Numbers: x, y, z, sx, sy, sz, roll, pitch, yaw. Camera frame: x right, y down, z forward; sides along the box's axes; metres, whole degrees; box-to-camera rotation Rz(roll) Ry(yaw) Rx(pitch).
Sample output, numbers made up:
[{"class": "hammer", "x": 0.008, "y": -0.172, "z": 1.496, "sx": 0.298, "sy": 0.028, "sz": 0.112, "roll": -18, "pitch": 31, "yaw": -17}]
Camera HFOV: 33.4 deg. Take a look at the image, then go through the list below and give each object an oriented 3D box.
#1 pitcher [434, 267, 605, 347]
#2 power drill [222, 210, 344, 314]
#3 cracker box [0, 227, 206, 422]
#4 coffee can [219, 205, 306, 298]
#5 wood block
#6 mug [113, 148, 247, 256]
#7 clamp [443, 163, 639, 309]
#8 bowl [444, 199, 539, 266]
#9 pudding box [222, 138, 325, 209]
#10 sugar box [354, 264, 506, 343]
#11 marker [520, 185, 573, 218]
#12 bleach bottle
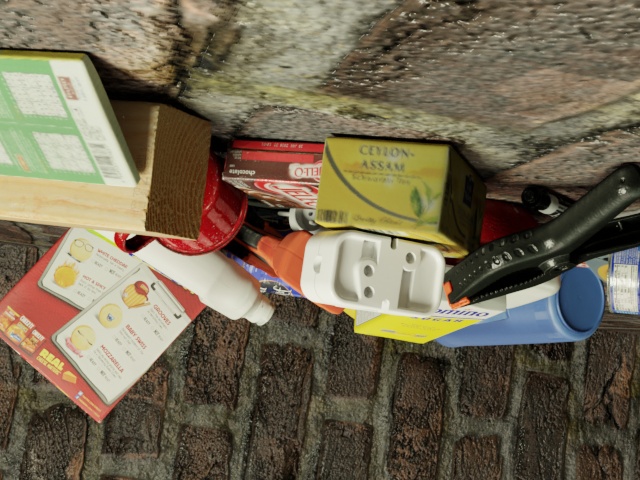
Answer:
[{"class": "pitcher", "x": 0.248, "y": 0.082, "z": 1.427, "sx": 0.145, "sy": 0.149, "sz": 0.243, "roll": 38, "pitch": 156, "yaw": -27}, {"class": "power drill", "x": -0.057, "y": 0.001, "z": 1.084, "sx": 0.184, "sy": 0.057, "sz": 0.188, "roll": 32, "pitch": 177, "yaw": -38}, {"class": "cracker box", "x": -0.226, "y": 0.060, "z": 1.144, "sx": 0.164, "sy": 0.213, "sz": 0.072, "roll": 44, "pitch": 168, "yaw": -11}, {"class": "coffee can", "x": -0.050, "y": 0.013, "z": 1.258, "sx": 0.140, "sy": 0.103, "sz": 0.103, "roll": 8, "pitch": 175, "yaw": -8}, {"class": "wood block", "x": -0.195, "y": -0.056, "z": 0.782, "sx": 0.206, "sy": 0.090, "sz": 0.090, "roll": 6, "pitch": 179, "yaw": 19}, {"class": "mug", "x": -0.122, "y": -0.032, "z": 0.879, "sx": 0.093, "sy": 0.117, "sz": 0.081, "roll": 52, "pitch": 179, "yaw": 14}, {"class": "clamp", "x": 0.194, "y": 0.005, "z": 0.844, "sx": 0.210, "sy": 0.036, "sz": 0.164, "roll": -30, "pitch": 154, "yaw": 35}, {"class": "bowl", "x": 0.149, "y": -0.007, "z": 1.023, "sx": 0.162, "sy": 0.055, "sz": 0.162, "roll": 8, "pitch": 175, "yaw": 1}, {"class": "pudding box", "x": -0.017, "y": -0.052, "z": 0.871, "sx": 0.090, "sy": 0.039, "sz": 0.113, "roll": 6, "pitch": 174, "yaw": 19}, {"class": "sugar box", "x": 0.114, "y": 0.070, "z": 1.143, "sx": 0.093, "sy": 0.048, "sz": 0.176, "roll": 10, "pitch": 163, "yaw": -20}, {"class": "marker", "x": 0.204, "y": -0.028, "z": 0.920, "sx": 0.020, "sy": 0.020, "sz": 0.120, "roll": 4, "pitch": 173, "yaw": 36}, {"class": "bleach bottle", "x": -0.142, "y": 0.012, "z": 1.062, "sx": 0.250, "sy": 0.068, "sz": 0.103, "roll": 37, "pitch": 172, "yaw": -28}]
